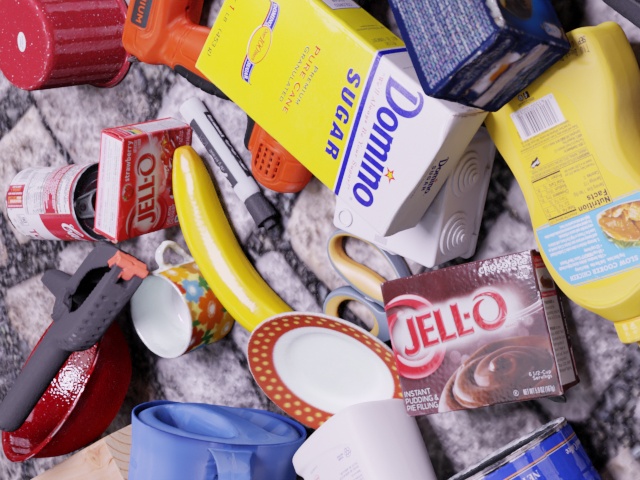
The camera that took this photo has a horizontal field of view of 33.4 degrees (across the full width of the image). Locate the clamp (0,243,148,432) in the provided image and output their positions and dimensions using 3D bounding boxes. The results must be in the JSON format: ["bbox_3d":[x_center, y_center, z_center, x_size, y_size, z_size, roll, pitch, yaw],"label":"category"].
[{"bbox_3d":[-0.210,0.070,0.896,0.210,0.036,0.164,-29,41,49],"label":"clamp"}]

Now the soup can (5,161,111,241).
[{"bbox_3d":[-0.216,-0.033,0.922,0.102,0.068,0.068,1,103,41],"label":"soup can"}]

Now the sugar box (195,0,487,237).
[{"bbox_3d":[0.008,-0.093,0.655,0.176,0.048,0.093,44,124,23],"label":"sugar box"}]

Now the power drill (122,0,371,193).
[{"bbox_3d":[-0.053,-0.151,0.753,0.188,0.057,0.185,39,124,27],"label":"power drill"}]

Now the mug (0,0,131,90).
[{"bbox_3d":[-0.222,-0.164,0.879,0.117,0.081,0.093,-18,90,42],"label":"mug"}]

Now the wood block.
[{"bbox_3d":[-0.195,0.232,0.966,0.207,0.090,0.091,-33,80,41],"label":"wood block"}]

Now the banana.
[{"bbox_3d":[-0.064,0.016,0.827,0.198,0.037,0.070,50,120,18],"label":"banana"}]

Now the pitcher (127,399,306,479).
[{"bbox_3d":[-0.090,0.250,0.804,0.145,0.149,0.243,9,93,30],"label":"pitcher"}]

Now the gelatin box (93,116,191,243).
[{"bbox_3d":[-0.140,-0.048,0.848,0.030,0.073,0.089,24,117,33],"label":"gelatin box"}]

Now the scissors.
[{"bbox_3d":[0.071,0.071,0.738,0.202,0.016,0.096,44,128,23],"label":"scissors"}]

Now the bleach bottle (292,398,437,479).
[{"bbox_3d":[0.059,0.236,0.700,0.103,0.067,0.251,-53,48,46],"label":"bleach bottle"}]

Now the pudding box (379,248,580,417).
[{"bbox_3d":[0.099,0.059,0.678,0.114,0.039,0.090,-15,85,32],"label":"pudding box"}]

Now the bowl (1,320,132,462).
[{"bbox_3d":[-0.216,0.129,0.946,0.162,0.055,0.162,-38,34,32],"label":"bowl"}]

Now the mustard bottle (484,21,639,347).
[{"bbox_3d":[0.161,-0.019,0.604,0.096,0.058,0.191,-25,86,51],"label":"mustard bottle"}]

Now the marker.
[{"bbox_3d":[-0.070,-0.058,0.820,0.121,0.020,0.020,56,130,14],"label":"marker"}]
